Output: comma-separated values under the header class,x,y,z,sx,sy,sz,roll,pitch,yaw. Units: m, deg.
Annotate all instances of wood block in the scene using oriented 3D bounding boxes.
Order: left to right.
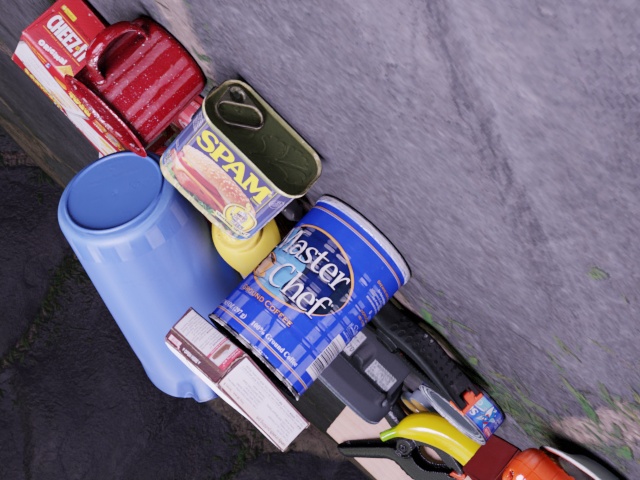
class,x,y,z,sx,sy,sz,roll,pitch,yaw
wood block,0.121,0.280,1.369,0.206,0.090,0.090,40,-176,22

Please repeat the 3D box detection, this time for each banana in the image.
class,x,y,z,sx,sy,sz,roll,pitch,yaw
banana,0.168,0.256,1.240,0.198,0.070,0.037,35,-155,7

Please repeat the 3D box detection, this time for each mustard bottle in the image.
class,x,y,z,sx,sy,sz,roll,pitch,yaw
mustard bottle,-0.056,0.001,0.984,0.096,0.058,0.191,62,-173,14

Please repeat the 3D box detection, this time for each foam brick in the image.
class,x,y,z,sx,sy,sz,roll,pitch,yaw
foam brick,0.202,0.258,1.153,0.078,0.053,0.051,50,167,-28

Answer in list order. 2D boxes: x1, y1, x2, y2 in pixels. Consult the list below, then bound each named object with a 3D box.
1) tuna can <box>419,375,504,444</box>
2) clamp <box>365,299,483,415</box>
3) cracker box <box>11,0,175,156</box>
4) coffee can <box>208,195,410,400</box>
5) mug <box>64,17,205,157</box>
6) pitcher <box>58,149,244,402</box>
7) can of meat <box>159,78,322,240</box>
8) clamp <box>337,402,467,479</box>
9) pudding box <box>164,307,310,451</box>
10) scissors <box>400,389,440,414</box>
class,x,y,z,sx,sy,sz,roll,pitch,yaw
tuna can,0.141,0.162,1.062,0.086,0.033,0.086,42,169,10
clamp,0.067,0.079,1.008,0.210,0.036,0.164,42,170,25
cracker box,-0.229,-0.157,1.088,0.164,0.072,0.214,48,169,-14
coffee can,-0.009,0.047,0.889,0.103,0.140,0.103,42,169,10
mug,-0.153,-0.135,0.876,0.093,0.081,0.117,37,167,30
pitcher,-0.146,0.024,0.991,0.149,0.145,0.243,23,152,32
can of meat,-0.064,-0.058,0.818,0.102,0.057,0.084,45,136,-6
clamp,0.099,0.251,1.302,0.172,0.039,0.120,36,125,19
pudding box,-0.069,0.115,0.883,0.090,0.039,0.113,31,165,46
scissors,0.168,0.251,1.337,0.201,0.016,0.096,49,167,-24
